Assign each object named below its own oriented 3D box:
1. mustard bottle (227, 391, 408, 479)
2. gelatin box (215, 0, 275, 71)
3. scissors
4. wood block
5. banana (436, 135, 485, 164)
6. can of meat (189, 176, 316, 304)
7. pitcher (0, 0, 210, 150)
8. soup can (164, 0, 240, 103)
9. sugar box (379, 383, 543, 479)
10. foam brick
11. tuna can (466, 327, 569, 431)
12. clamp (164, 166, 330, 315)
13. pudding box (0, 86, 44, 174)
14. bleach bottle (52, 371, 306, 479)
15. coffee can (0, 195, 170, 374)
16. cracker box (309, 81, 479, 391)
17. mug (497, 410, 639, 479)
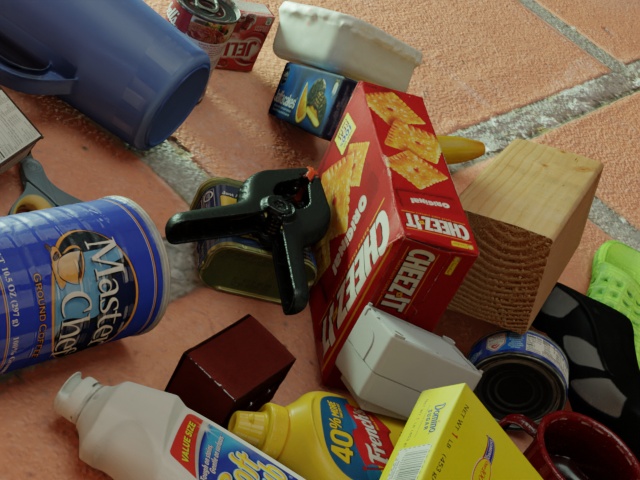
[{"bbox_3d":[0.025,0.153,0.748,0.191,0.058,0.096,19,33,-19],"label":"mustard bottle"},{"bbox_3d":[-0.101,-0.221,1.143,0.089,0.073,0.030,1,42,-37],"label":"gelatin box"},{"bbox_3d":[-0.218,-0.047,0.878,0.096,0.016,0.202,14,36,-25],"label":"scissors"},{"bbox_3d":[0.174,-0.011,0.935,0.090,0.091,0.205,19,28,18],"label":"wood block"},{"bbox_3d":[0.092,-0.105,1.143,0.197,0.070,0.037,11,71,-41],"label":"banana"},{"bbox_3d":[-0.056,0.001,0.898,0.102,0.058,0.084,13,39,-22],"label":"can of meat"},{"bbox_3d":[-0.229,-0.186,0.962,0.243,0.149,0.145,37,-1,5],"label":"pitcher"},{"bbox_3d":[-0.129,-0.194,1.060,0.068,0.102,0.068,20,35,-15],"label":"soup can"},{"bbox_3d":[0.115,0.188,0.702,0.176,0.048,0.093,48,49,-18],"label":"sugar box"},{"bbox_3d":[-0.065,0.099,0.765,0.051,0.053,0.078,40,36,16],"label":"foam brick"},{"bbox_3d":[0.161,0.116,0.881,0.086,0.086,0.033,27,35,-4],"label":"tuna can"},{"bbox_3d":[-0.032,-0.007,0.845,0.120,0.039,0.171,41,38,8],"label":"clamp"},{"bbox_3d":[-0.282,-0.081,0.815,0.090,0.039,0.113,51,46,-8],"label":"pudding box"},{"bbox_3d":[-0.064,0.167,0.667,0.251,0.068,0.102,33,27,8],"label":"bleach bottle"},{"bbox_3d":[-0.187,0.030,0.719,0.140,0.103,0.103,-14,53,-46],"label":"coffee can"},{"bbox_3d":[0.044,-0.005,0.882,0.072,0.164,0.213,13,37,-18],"label":"cracker box"},{"bbox_3d":[0.174,0.182,0.806,0.117,0.082,0.093,40,35,15],"label":"mug"}]
